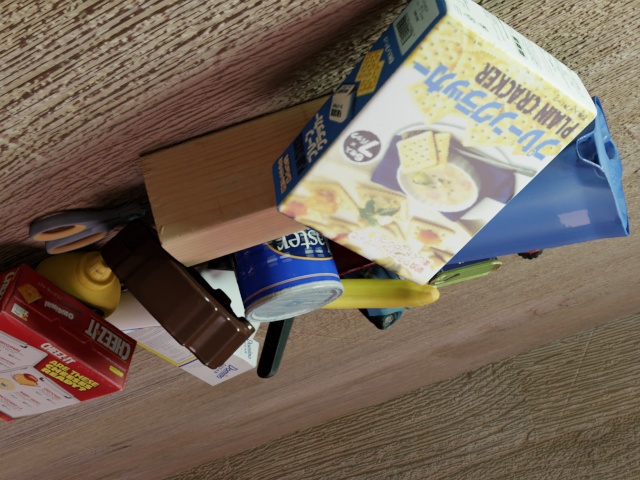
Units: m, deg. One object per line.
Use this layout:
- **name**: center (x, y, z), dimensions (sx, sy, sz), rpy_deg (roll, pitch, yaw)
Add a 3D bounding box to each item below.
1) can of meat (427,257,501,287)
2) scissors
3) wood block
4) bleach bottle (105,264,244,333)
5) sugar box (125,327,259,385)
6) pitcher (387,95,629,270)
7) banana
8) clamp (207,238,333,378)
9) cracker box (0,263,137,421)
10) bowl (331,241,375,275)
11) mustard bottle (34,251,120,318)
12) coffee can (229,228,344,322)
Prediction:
- **can of meat**: center (0.183, 0.010, 1.447), dimensions (0.102, 0.084, 0.057), rpy_deg (-14, 164, -9)
- **scissors**: center (-0.201, -0.029, 1.049), dimensions (0.202, 0.016, 0.096), rpy_deg (-23, 165, 23)
- **wood block**: center (-0.048, -0.056, 0.977), dimensions (0.206, 0.091, 0.090), rpy_deg (-17, 164, 4)
- **bleach bottle**: center (-0.205, 0.079, 1.292), dimensions (0.251, 0.068, 0.102), rpy_deg (-13, 176, 33)
- **sugar box**: center (-0.176, 0.127, 1.419), dimensions (0.094, 0.048, 0.176), rpy_deg (-27, 133, 36)
- **pitcher**: center (0.171, -0.042, 1.035), dimensions (0.243, 0.145, 0.149), rpy_deg (-13, 122, 21)
- **banana**: center (0.052, 0.069, 1.340), dimensions (0.198, 0.037, 0.069), rpy_deg (-2, -171, 11)
- **clamp**: center (-0.042, 0.035, 1.256), dimensions (0.036, 0.164, 0.209), rpy_deg (3, -138, 42)
- **cracker box**: center (-0.331, 0.116, 1.160), dimensions (0.214, 0.072, 0.164), rpy_deg (-20, 133, 37)
- **bowl**: center (0.074, -0.008, 1.186), dimensions (0.162, 0.055, 0.162), rpy_deg (-20, 179, -1)
- **mustard bottle**: center (-0.275, 0.059, 1.174), dimensions (0.096, 0.058, 0.192), rpy_deg (29, 142, -22)
- **coffee can**: center (-0.044, 0.000, 1.078), dimensions (0.102, 0.140, 0.103), rpy_deg (-15, 164, -5)
